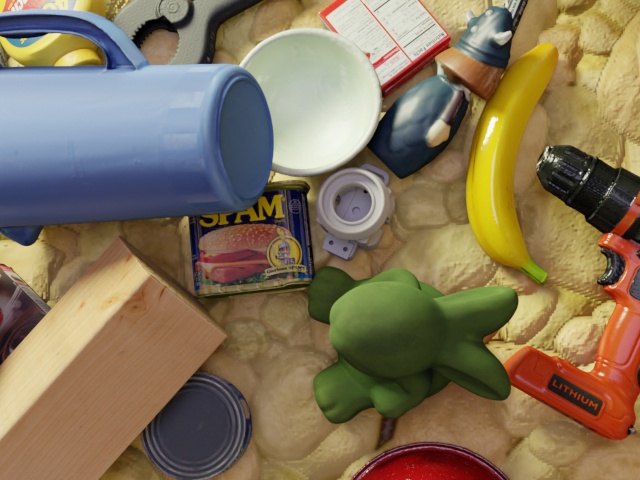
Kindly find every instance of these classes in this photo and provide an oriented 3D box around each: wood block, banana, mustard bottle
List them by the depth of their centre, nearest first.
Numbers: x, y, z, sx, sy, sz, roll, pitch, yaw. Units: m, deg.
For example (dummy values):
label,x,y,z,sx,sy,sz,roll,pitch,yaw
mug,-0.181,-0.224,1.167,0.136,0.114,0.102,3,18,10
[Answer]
label,x,y,z,sx,sy,sz,roll,pitch,yaw
wood block,-0.183,0.110,0.824,0.206,0.090,0.090,-48,122,-2
banana,0.151,-0.066,0.854,0.069,0.037,0.198,7,84,-21
mustard bottle,-0.237,-0.203,0.912,0.096,0.058,0.192,-32,78,12

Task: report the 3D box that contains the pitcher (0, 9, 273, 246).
label,x,y,z,sx,sy,sz,roll,pitch,yaw
pitcher,-0.165,-0.084,0.812,0.243,0.149,0.145,0,65,23

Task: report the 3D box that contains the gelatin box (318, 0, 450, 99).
label,x,y,z,sx,sy,sz,roll,pitch,yaw
gelatin box,0.053,-0.174,0.886,0.073,0.030,0.089,-37,78,-1

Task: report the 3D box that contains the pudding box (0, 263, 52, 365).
label,x,y,z,sx,sy,sz,roll,pitch,yaw
pudding box,-0.270,0.089,0.880,0.090,0.039,0.113,42,87,13

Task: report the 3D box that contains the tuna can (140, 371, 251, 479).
label,x,y,z,sx,sy,sz,roll,pitch,yaw
tuna can,-0.098,0.148,0.851,0.086,0.033,0.086,-1,81,7

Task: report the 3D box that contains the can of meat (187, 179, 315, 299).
label,x,y,z,sx,sy,sz,roll,pitch,yaw
can of meat,-0.056,0.001,0.858,0.102,0.057,0.084,-7,83,7

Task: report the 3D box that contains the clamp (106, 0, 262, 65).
label,x,y,z,sx,sy,sz,roll,pitch,yaw
clamp,-0.127,-0.201,0.910,0.164,0.036,0.210,35,87,12

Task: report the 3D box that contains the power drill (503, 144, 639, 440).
label,x,y,z,sx,sy,sz,roll,pitch,yaw
power drill,0.212,0.041,0.807,0.184,0.057,0.187,31,87,4

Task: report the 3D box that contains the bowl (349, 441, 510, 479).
label,x,y,z,sx,sy,sz,roll,pitch,yaw
bowl,0.083,0.234,0.802,0.162,0.055,0.162,-1,81,7
